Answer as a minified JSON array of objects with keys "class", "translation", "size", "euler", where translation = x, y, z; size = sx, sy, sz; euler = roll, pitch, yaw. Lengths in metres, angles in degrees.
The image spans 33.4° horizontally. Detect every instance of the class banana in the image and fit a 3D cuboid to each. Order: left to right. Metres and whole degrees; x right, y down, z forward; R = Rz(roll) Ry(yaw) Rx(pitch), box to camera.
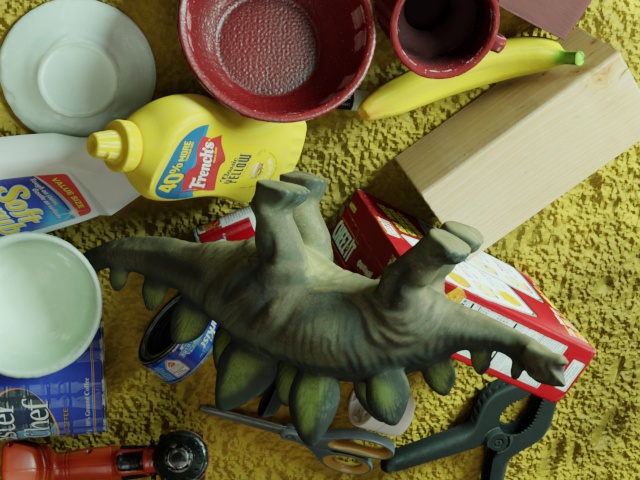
[{"class":"banana","translation":[0.126,-0.147,0.938],"size":[0.198,0.069,0.037],"euler":[-16,103,5]}]

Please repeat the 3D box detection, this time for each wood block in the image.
[{"class":"wood block","translation":[0.183,-0.089,0.968],"size":[0.206,0.090,0.090],"euler":[-36,118,6]}]

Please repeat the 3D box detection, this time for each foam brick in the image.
[{"class":"foam brick","translation":[0.187,-0.217,0.925],"size":[0.078,0.053,0.051],"euler":[22,109,-21]}]

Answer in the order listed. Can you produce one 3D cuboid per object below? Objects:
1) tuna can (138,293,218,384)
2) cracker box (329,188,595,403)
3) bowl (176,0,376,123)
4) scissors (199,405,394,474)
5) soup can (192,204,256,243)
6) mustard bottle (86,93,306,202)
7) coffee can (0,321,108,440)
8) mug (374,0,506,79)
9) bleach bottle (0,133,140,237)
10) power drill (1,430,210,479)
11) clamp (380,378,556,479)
[{"class":"tuna can","translation":[-0.129,0.088,0.989],"size":[0.086,0.086,0.033],"euler":[-44,116,10]},{"class":"cracker box","translation":[0.124,0.052,0.983],"size":[0.213,0.164,0.072],"euler":[25,106,-23]},{"class":"bowl","translation":[-0.039,-0.168,0.874],"size":[0.162,0.055,0.162],"euler":[2,82,-11]},{"class":"scissors","translation":[-0.024,0.209,1.108],"size":[0.202,0.016,0.096],"euler":[8,143,3]},{"class":"soup can","translation":[-0.056,0.001,0.971],"size":[0.102,0.068,0.068],"euler":[-22,119,-2]},{"class":"mustard bottle","translation":[-0.106,-0.076,0.880],"size":[0.191,0.058,0.096],"euler":[-2,137,-44]},{"class":"coffee can","translation":[-0.266,0.129,0.968],"size":[0.140,0.103,0.103],"euler":[-3,117,-12]},{"class":"mug","translation":[0.104,-0.189,0.903],"size":[0.117,0.081,0.093],"euler":[16,112,-19]},{"class":"bleach bottle","translation":[-0.254,-0.050,0.902],"size":[0.250,0.068,0.102],"euler":[-15,131,-7]},{"class":"power drill","translation":[-0.197,0.210,0.998],"size":[0.187,0.184,0.057],"euler":[-2,77,-5]},{"class":"clamp","translation":[0.175,0.207,1.144],"size":[0.164,0.036,0.210],"euler":[28,105,-24]}]
